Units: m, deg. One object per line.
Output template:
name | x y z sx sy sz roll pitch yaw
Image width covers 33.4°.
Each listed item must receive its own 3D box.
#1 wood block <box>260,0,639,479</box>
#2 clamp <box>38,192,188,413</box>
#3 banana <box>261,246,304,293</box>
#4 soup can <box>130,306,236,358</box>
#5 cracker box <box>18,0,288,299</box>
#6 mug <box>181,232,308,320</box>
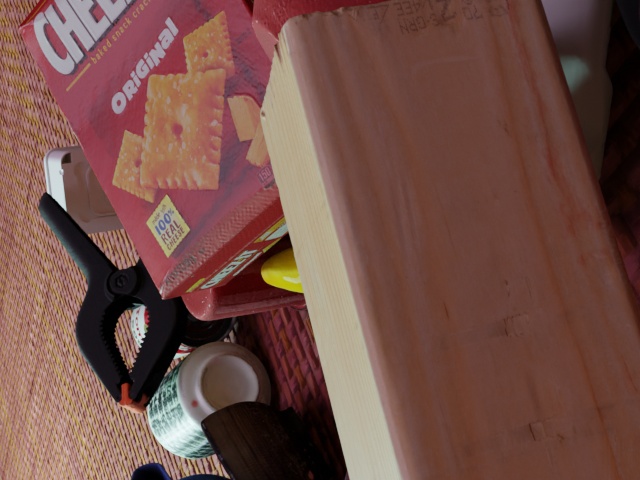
wood block | 0.048 0.029 0.364 0.091 0.090 0.206 120 137 -74
clamp | -0.144 0.031 0.859 0.036 0.165 0.210 50 -155 -62
banana | 0.018 -0.001 0.635 0.198 0.069 0.037 131 163 -66
soup can | -0.120 0.065 0.926 0.102 0.068 0.068 -27 74 63
cracker box | -0.080 -0.097 0.659 0.164 0.071 0.214 -38 76 33
mug | -0.055 0.001 0.758 0.093 0.081 0.117 42 135 52
